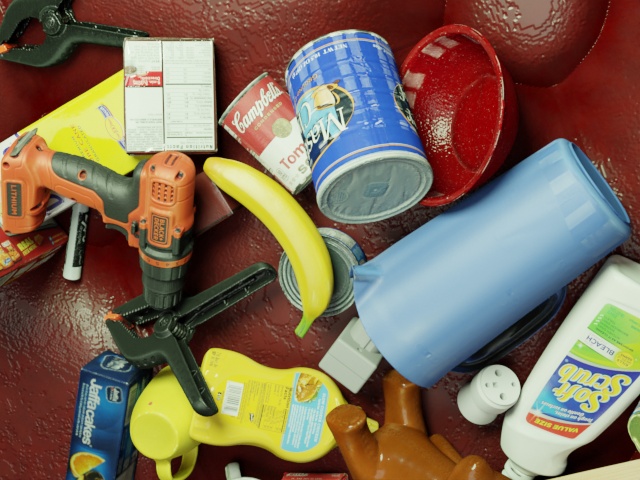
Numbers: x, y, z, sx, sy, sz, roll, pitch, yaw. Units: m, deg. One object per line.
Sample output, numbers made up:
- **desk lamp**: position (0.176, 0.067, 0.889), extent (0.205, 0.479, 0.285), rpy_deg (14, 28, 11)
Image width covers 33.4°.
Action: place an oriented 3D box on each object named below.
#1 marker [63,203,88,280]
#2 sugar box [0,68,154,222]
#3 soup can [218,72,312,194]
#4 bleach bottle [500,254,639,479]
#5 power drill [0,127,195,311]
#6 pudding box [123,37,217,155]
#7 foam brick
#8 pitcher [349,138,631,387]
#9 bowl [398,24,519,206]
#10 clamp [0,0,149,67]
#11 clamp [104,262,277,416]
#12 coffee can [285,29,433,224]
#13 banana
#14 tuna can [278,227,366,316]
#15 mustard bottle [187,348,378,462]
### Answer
- **marker**: position (-0.260, -0.016, 1.145), extent (0.020, 0.020, 0.121), rpy_deg (17, 110, 12)
- **sugar box**: position (-0.243, -0.093, 1.086), extent (0.176, 0.048, 0.093), rpy_deg (-29, 97, 10)
- **soup can**: position (-0.038, -0.101, 1.024), extent (0.102, 0.068, 0.069), rpy_deg (44, 113, 0)
- **bleach bottle**: position (0.252, 0.141, 1.013), extent (0.102, 0.068, 0.251), rpy_deg (29, 115, 7)
- **power drill**: position (-0.213, -0.022, 1.037), extent (0.187, 0.057, 0.184), rpy_deg (14, 127, 4)
- **pudding box**: position (-0.145, -0.139, 1.032), extent (0.090, 0.039, 0.113), rpy_deg (-1, 96, -8)
- **foam brick**: position (-0.121, -0.037, 1.078), extent (0.078, 0.053, 0.051), rpy_deg (-31, 96, 22)
- **pitcher**: position (0.161, 0.024, 0.979), extent (0.243, 0.149, 0.145), rpy_deg (-37, 78, 20)
- **bowl**: position (0.126, -0.108, 0.953), extent (0.162, 0.055, 0.162), rpy_deg (-14, 74, 55)
- **clamp**: position (-0.254, -0.216, 1.072), extent (0.172, 0.039, 0.120), rpy_deg (-30, 91, 28)
- **clamp**: position (-0.149, 0.100, 1.088), extent (0.210, 0.164, 0.036), rpy_deg (-5, 145, 38)
- **coffee can**: position (0.033, -0.101, 0.949), extent (0.103, 0.102, 0.140), rpy_deg (-28, 59, 22)
- **banana**: position (-0.039, -0.004, 1.027), extent (0.069, 0.037, 0.198), rpy_deg (-28, 93, 3)
- **tuna can**: position (0.003, 0.031, 1.070), extent (0.086, 0.033, 0.086), rpy_deg (5, 107, 16)
- **mustard bottle**: position (-0.034, 0.176, 1.095), extent (0.191, 0.058, 0.096), rpy_deg (13, 76, -7)
